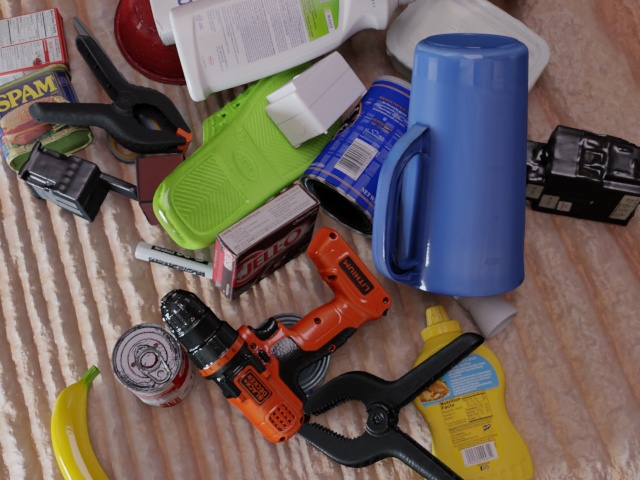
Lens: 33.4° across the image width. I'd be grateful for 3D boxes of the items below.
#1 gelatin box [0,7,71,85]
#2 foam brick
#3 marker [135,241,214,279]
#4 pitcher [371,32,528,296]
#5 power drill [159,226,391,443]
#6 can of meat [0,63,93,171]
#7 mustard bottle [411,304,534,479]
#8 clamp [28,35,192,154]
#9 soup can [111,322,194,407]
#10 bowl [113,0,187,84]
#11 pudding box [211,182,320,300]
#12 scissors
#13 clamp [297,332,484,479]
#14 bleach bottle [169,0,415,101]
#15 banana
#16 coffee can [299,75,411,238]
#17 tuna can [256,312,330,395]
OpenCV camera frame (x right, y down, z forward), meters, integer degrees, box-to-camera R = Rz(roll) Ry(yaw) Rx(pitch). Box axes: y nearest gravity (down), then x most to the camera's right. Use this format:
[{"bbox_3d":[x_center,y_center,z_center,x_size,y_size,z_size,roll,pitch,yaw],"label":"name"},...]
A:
[{"bbox_3d":[-0.334,-0.219,1.218,0.089,0.030,0.073,-12,71,-2],"label":"gelatin box"},{"bbox_3d":[-0.164,-0.053,1.135,0.051,0.078,0.053,-7,75,-1],"label":"foam brick"},{"bbox_3d":[-0.138,0.026,1.139,0.121,0.020,0.020,16,74,7],"label":"marker"},{"bbox_3d":[0.133,-0.073,1.039,0.145,0.149,0.243,4,109,11],"label":"pitcher"},{"bbox_3d":[-0.038,0.074,1.038,0.187,0.057,0.184,-43,103,-12],"label":"power drill"},{"bbox_3d":[-0.310,-0.133,1.176,0.102,0.057,0.084,-23,75,-6],"label":"can of meat"},{"bbox_3d":[0.141,0.157,1.068,0.096,0.058,0.191,-16,73,3],"label":"mustard bottle"},{"bbox_3d":[-0.216,-0.152,1.158,0.171,0.039,0.120,21,66,-12],"label":"clamp"},{"bbox_3d":[-0.165,0.127,1.065,0.068,0.102,0.068,-1,72,2],"label":"soup can"},{"bbox_3d":[-0.160,-0.261,1.212,0.162,0.055,0.162,-1,73,2],"label":"bowl"},{"bbox_3d":[-0.057,0.001,1.095,0.113,0.090,0.039,-36,71,-26],"label":"pudding box"},{"bbox_3d":[-0.239,-0.163,1.204,0.202,0.016,0.096,39,78,13],"label":"scissors"},{"bbox_3d":[0.067,0.184,1.041,0.210,0.036,0.164,-11,74,20],"label":"clamp"},{"bbox_3d":[-0.023,-0.223,1.105,0.251,0.068,0.102,-14,103,-1],"label":"bleach bottle"},{"bbox_3d":[-0.225,0.224,1.070,0.069,0.037,0.198,-23,73,-4],"label":"banana"},{"bbox_3d":[0.059,-0.088,1.125,0.103,0.103,0.140,34,77,11],"label":"coffee can"},{"bbox_3d":[-0.032,0.120,1.099,0.086,0.034,0.086,-1,73,2],"label":"tuna can"}]
